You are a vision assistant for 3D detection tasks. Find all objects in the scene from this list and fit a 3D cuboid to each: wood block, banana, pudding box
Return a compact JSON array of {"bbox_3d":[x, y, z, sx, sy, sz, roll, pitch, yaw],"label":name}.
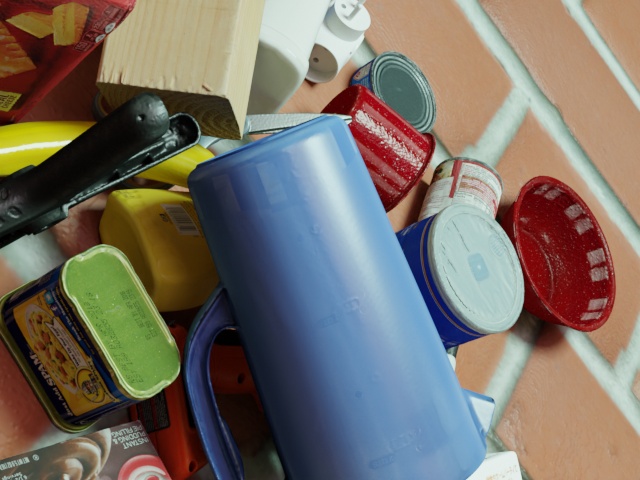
[{"bbox_3d":[-0.086,-0.185,0.747,0.091,0.090,0.206,8,77,4],"label":"wood block"},{"bbox_3d":[-0.151,-0.058,0.726,0.197,0.070,0.037,4,110,-21],"label":"banana"},{"bbox_3d":[-0.138,0.165,0.638,0.113,0.039,0.090,-11,59,-45],"label":"pudding box"}]

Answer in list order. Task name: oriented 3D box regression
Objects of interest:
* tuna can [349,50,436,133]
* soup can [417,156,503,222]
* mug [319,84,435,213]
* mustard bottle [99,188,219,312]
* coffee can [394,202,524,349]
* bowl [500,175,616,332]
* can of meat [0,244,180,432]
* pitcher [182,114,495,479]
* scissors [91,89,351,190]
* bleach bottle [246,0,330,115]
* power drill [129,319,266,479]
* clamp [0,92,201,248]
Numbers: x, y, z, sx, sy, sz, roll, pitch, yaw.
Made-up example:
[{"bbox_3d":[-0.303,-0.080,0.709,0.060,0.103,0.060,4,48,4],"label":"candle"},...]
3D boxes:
[{"bbox_3d":[0.068,-0.132,1.000,0.086,0.034,0.086,20,58,-36],"label":"tuna can"},{"bbox_3d":[0.125,-0.018,0.976,0.068,0.069,0.102,41,48,-23],"label":"soup can"},{"bbox_3d":[0.030,-0.068,0.904,0.081,0.093,0.117,37,83,-19],"label":"mug"},{"bbox_3d":[-0.055,0.001,0.771,0.191,0.058,0.096,-5,42,-36],"label":"mustard bottle"},{"bbox_3d":[0.074,0.042,0.844,0.102,0.141,0.103,21,58,-36],"label":"coffee can"},{"bbox_3d":[0.225,0.020,1.064,0.161,0.055,0.162,21,58,-37],"label":"bowl"},{"bbox_3d":[-0.144,0.061,0.666,0.057,0.084,0.102,-34,96,-47],"label":"can of meat"},{"bbox_3d":[-0.004,0.053,0.679,0.149,0.145,0.243,-31,102,-55],"label":"pitcher"},{"bbox_3d":[-0.073,-0.069,0.802,0.201,0.016,0.096,10,74,-18],"label":"scissors"},{"bbox_3d":[-0.020,-0.211,0.902,0.068,0.103,0.250,32,51,-13],"label":"bleach bottle"},{"bbox_3d":[-0.043,0.123,0.758,0.187,0.057,0.184,0,70,-46],"label":"power drill"},{"bbox_3d":[-0.164,-0.027,0.639,0.036,0.210,0.164,61,8,-1],"label":"clamp"}]
